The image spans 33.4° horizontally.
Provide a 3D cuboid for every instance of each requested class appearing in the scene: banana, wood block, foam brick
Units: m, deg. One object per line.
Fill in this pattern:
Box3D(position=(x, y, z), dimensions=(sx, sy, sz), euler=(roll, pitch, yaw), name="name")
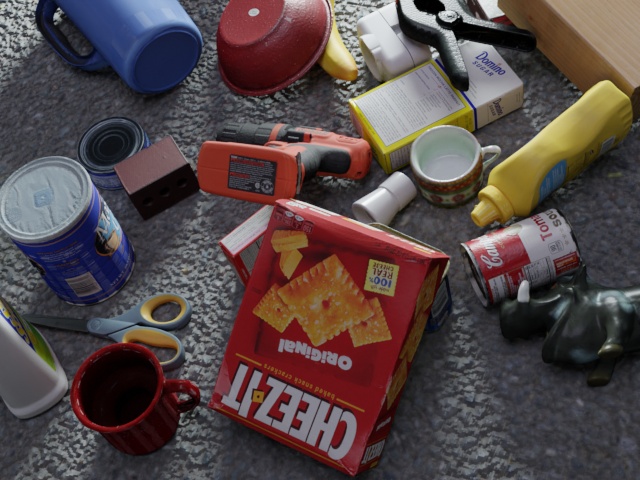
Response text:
Box3D(position=(0.010, -0.261, 1.277), dimensions=(0.037, 0.070, 0.198), euler=(13, 58, -31), name="banana")
Box3D(position=(0.293, -0.233, 1.153), dimensions=(0.090, 0.090, 0.206), euler=(-35, 69, -10), name="wood block")
Box3D(position=(-0.185, -0.071, 1.206), dimensions=(0.078, 0.053, 0.051), euler=(-30, 57, -6), name="foam brick")

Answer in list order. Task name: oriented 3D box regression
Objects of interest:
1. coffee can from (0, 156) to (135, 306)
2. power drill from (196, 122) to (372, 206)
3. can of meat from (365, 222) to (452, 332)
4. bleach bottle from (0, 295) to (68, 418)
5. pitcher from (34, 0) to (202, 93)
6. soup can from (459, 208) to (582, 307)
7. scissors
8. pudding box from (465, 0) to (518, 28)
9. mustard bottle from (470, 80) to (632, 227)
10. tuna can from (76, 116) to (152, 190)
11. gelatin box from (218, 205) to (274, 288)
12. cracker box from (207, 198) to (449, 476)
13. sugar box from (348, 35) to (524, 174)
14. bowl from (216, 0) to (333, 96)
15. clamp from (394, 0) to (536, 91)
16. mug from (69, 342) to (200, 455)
Box3D(position=(-0.268, -0.008, 1.133), dimensions=(0.103, 0.140, 0.103), euler=(-6, 58, 9), name="coffee can")
Box3D(position=(-0.056, -0.088, 1.125), dimensions=(0.185, 0.057, 0.187), euler=(9, 17, 19), name="power drill")
Box3D(position=(0.080, 0.040, 1.058), dimensions=(0.102, 0.084, 0.057), euler=(25, 67, 25), name="can of meat")
Box3D(position=(-0.331, 0.077, 1.028), dimensions=(0.068, 0.251, 0.103), euler=(-32, 57, -8), name="bleach bottle")
Box3D(position=(-0.255, -0.285, 1.322), dimensions=(0.144, 0.149, 0.243), euler=(-24, 58, -25), name="pitcher")
Box3D(position=(0.198, 0.016, 1.055), dimensions=(0.102, 0.068, 0.068), euler=(-21, 56, -1), name="soup can")
Box3D(position=(-0.223, 0.079, 1.144), dimensions=(0.202, 0.016, 0.096), euler=(20, 63, 23), name="scissors")
Box3D(position=(0.218, -0.301, 1.266), dimensions=(0.090, 0.039, 0.113), euler=(-20, 59, -3), name="pudding box")
Box3D(position=(0.230, -0.078, 1.089), dimensions=(0.191, 0.096, 0.058), euler=(-39, 72, -11), name="mustard bottle")
Box3D(position=(-0.241, -0.103, 1.251), dimensions=(0.086, 0.033, 0.086), euler=(-6, 58, 9), name="tuna can")
Box3D(position=(-0.057, 0.001, 1.120), dimensions=(0.089, 0.073, 0.030), euler=(-40, 58, -12), name="gelatin box")
Box3D(position=(0.005, 0.086, 0.993), dimensions=(0.164, 0.072, 0.214), euler=(21, 97, 22), name="cracker box")
Box3D(position=(0.129, -0.153, 1.191), dimensions=(0.176, 0.048, 0.093), euler=(-25, 57, -8), name="sugar box")
Box3D(position=(-0.067, -0.253, 1.265), dimensions=(0.162, 0.055, 0.162), euler=(-14, 58, 24), name="bowl")
Box3D(position=(0.139, -0.228, 1.180), dimensions=(0.172, 0.039, 0.120), euler=(32, 51, 26), name="clamp")
Box3D(position=(-0.175, 0.157, 1.045), dimensions=(0.117, 0.081, 0.093), euler=(-11, 57, 6), name="mug")
